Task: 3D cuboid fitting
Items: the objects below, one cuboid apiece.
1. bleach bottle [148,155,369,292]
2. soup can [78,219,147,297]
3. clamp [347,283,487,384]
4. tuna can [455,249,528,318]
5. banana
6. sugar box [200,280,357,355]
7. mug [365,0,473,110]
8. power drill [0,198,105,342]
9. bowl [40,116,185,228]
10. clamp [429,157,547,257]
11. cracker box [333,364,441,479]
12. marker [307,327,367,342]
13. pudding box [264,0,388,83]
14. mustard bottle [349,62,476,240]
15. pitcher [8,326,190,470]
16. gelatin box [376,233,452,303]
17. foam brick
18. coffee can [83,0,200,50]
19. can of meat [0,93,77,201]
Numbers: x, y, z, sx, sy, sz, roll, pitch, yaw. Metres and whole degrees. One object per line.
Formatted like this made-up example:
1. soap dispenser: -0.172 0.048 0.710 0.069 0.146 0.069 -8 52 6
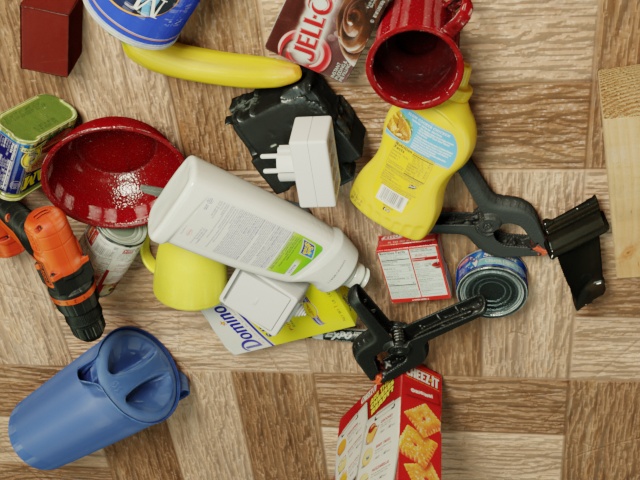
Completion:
1. bleach bottle: -0.058 0.001 1.183 0.250 0.068 0.103 26 118 -25
2. soup can: -0.257 0.012 1.274 0.068 0.068 0.102 27 129 -14
3. clamp: 0.103 0.115 1.285 0.164 0.036 0.210 2 146 -5
4. tuna can: 0.201 0.051 1.254 0.086 0.033 0.086 5 131 5
5. banana: -0.117 -0.181 1.091 0.198 0.069 0.037 11 92 -1
6. sugar box: -0.052 0.081 1.314 0.176 0.048 0.093 -18 123 21
7. mug: 0.101 -0.194 1.029 0.093 0.081 0.117 34 127 -19
8. power drill: -0.323 0.016 1.230 0.188 0.057 0.184 28 141 40
9. bowl: -0.225 -0.085 1.179 0.162 0.055 0.162 -5 140 -4
10. clamp: 0.175 -0.022 1.193 0.171 0.039 0.120 34 130 -19
11. cracker box: 0.085 0.280 1.351 0.072 0.213 0.164 27 130 -16
12. marker: 0.022 0.118 1.352 0.121 0.020 0.020 4 131 6
13. pudding box: 0.007 -0.220 1.050 0.090 0.039 0.114 22 130 -9
14. mustard bottle: 0.108 -0.100 1.110 0.096 0.058 0.192 33 121 14
15. pitcher: -0.303 0.223 1.435 0.243 0.144 0.149 -32 106 35
16. gelatin box: 0.111 0.031 1.255 0.073 0.030 0.089 -6 129 16
17. foam brick: -0.275 -0.216 1.092 0.051 0.053 0.078 12 131 -1
18. coffee can: -0.148 -0.263 0.997 0.102 0.102 0.141 30 128 -16
19. can of meat: -0.317 -0.104 1.163 0.057 0.102 0.084 35 127 8
